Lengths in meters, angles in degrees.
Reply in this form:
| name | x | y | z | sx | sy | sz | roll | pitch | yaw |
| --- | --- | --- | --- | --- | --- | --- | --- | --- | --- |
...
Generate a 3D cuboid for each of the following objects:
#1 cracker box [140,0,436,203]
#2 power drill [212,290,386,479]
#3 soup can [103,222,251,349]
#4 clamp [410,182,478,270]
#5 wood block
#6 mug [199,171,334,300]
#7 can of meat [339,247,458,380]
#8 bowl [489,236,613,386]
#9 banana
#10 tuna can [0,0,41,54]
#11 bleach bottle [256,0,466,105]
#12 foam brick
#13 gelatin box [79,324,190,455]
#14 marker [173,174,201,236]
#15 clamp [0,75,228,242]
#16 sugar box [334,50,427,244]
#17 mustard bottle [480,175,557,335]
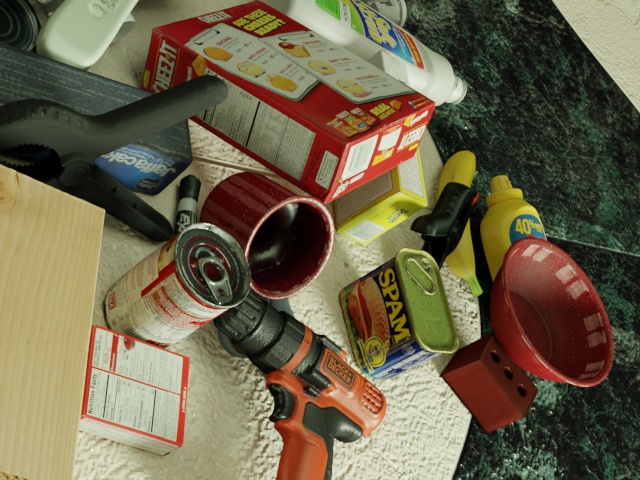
| name | x | y | z | sx | sy | sz | roll | pitch | yaw |
| --- | --- | --- | --- | --- | --- | --- | --- | --- | --- |
| cracker box | -0.028 | -0.130 | 0.964 | 0.214 | 0.072 | 0.163 | 32 | 34 | 19 |
| power drill | -0.035 | 0.147 | 0.832 | 0.184 | 0.057 | 0.187 | 39 | 48 | -22 |
| soup can | -0.110 | 0.039 | 0.807 | 0.068 | 0.102 | 0.068 | 26 | 48 | -33 |
| clamp | 0.120 | -0.013 | 1.069 | 0.039 | 0.120 | 0.171 | 21 | 48 | 11 |
| wood block | -0.210 | 0.067 | 0.695 | 0.090 | 0.090 | 0.206 | 25 | 48 | -33 |
| mug | -0.056 | 0.001 | 0.896 | 0.082 | 0.117 | 0.093 | 33 | -8 | 44 |
| can of meat | 0.070 | 0.070 | 0.987 | 0.057 | 0.084 | 0.102 | 8 | 59 | -42 |
| bowl | 0.222 | 0.080 | 1.074 | 0.161 | 0.055 | 0.162 | 23 | 50 | -31 |
| banana | 0.152 | -0.035 | 1.186 | 0.069 | 0.037 | 0.197 | 54 | 33 | -48 |
| tuna can | -0.264 | -0.168 | 0.842 | 0.086 | 0.034 | 0.086 | 26 | 48 | -33 |
| bleach bottle | 0.054 | -0.212 | 1.152 | 0.250 | 0.068 | 0.102 | 20 | 41 | -30 |
| foam brick | 0.170 | 0.142 | 1.067 | 0.078 | 0.051 | 0.052 | 51 | 39 | -6 |
| gelatin box | -0.141 | 0.110 | 0.784 | 0.089 | 0.030 | 0.073 | 24 | 50 | -33 |
| marker | -0.114 | -0.006 | 0.899 | 0.020 | 0.020 | 0.121 | 27 | 48 | -32 |
| clamp | -0.176 | -0.069 | 0.791 | 0.209 | 0.165 | 0.036 | 7 | 41 | -33 |
| sugar box | 0.053 | -0.094 | 1.074 | 0.048 | 0.094 | 0.176 | 24 | 50 | -35 |
| mustard bottle | 0.221 | 0.019 | 1.185 | 0.096 | 0.058 | 0.191 | 5 | 67 | -46 |
